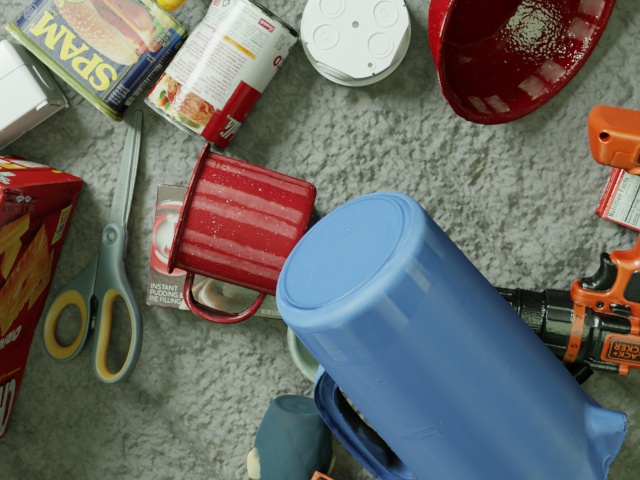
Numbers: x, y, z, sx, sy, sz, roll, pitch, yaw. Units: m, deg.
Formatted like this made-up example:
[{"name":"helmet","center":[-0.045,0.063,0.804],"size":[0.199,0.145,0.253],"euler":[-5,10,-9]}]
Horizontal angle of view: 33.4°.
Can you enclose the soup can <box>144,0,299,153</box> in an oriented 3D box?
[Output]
[{"name":"soup can","center":[-0.070,-0.123,0.762],"size":[0.068,0.068,0.102],"euler":[34,95,-1]}]

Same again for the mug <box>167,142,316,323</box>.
[{"name":"mug","center":[-0.055,0.001,0.723],"size":[0.081,0.093,0.117],"euler":[17,96,-3]}]

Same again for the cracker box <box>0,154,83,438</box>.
[{"name":"cracker box","center":[-0.244,0.050,0.737],"size":[0.072,0.164,0.214],"euler":[18,95,3]}]

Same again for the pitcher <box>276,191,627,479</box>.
[{"name":"pitcher","center":[0.072,0.088,0.700],"size":[0.149,0.145,0.242],"euler":[-45,120,-6]}]

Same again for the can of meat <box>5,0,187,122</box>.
[{"name":"can of meat","center":[-0.158,-0.150,0.769],"size":[0.102,0.057,0.084],"euler":[41,93,-2]}]

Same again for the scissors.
[{"name":"scissors","center":[-0.170,0.007,0.801],"size":[0.096,0.016,0.202],"euler":[-9,79,25]}]

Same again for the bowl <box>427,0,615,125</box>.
[{"name":"bowl","center":[0.128,-0.162,0.730],"size":[0.162,0.162,0.055],"euler":[-50,50,5]}]

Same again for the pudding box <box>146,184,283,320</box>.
[{"name":"pudding box","center":[-0.068,0.008,0.787],"size":[0.113,0.039,0.090],"euler":[6,94,1]}]
